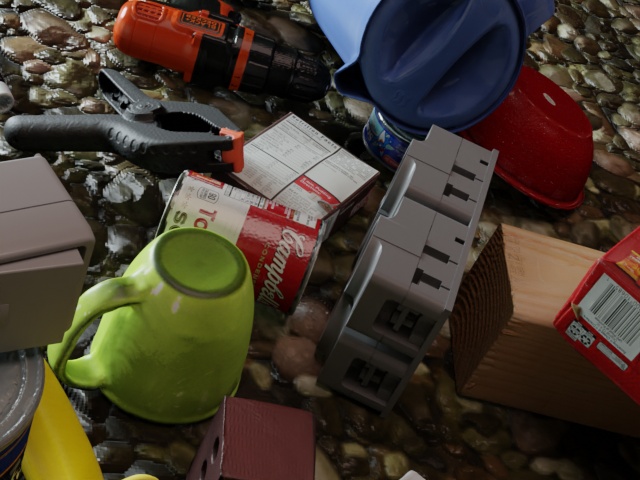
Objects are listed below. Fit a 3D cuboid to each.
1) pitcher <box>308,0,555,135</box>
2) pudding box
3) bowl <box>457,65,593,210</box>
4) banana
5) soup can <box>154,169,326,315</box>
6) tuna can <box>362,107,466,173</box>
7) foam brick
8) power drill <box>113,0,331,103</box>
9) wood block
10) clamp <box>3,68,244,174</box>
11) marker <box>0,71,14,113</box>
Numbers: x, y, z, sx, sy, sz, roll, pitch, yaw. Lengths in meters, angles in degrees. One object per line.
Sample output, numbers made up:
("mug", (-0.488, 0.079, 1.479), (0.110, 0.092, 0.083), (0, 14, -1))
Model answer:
("pitcher", (0.076, -0.193, 0.900), (0.149, 0.145, 0.243), (19, 19, -22))
("pudding box", (-0.020, -0.042, 0.802), (0.090, 0.039, 0.113), (35, 38, 13))
("bowl", (0.184, -0.103, 0.930), (0.162, 0.055, 0.162), (27, 33, -20))
("banana", (-0.156, 0.096, 0.564), (0.198, 0.037, 0.069), (53, 9, 20))
("soup can", (-0.055, 0.001, 0.712), (0.102, 0.069, 0.068), (21, 40, -4))
("tuna can", (0.081, -0.090, 0.910), (0.086, 0.034, 0.086), (14, 41, -13))
("foam brick", (-0.039, 0.129, 0.571), (0.051, 0.078, 0.053), (16, 40, -14))
("power drill", (-0.075, -0.199, 0.932), (0.184, 0.057, 0.187), (16, 40, -10))
("wood block", (0.204, 0.072, 0.748), (0.206, 0.091, 0.090), (15, 41, -12))
("clamp", (-0.125, -0.086, 0.768), (0.171, 0.039, 0.120), (13, 40, 15))
("marker", (-0.258, -0.141, 0.804), (0.020, 0.020, 0.121), (-8, 49, -33))
